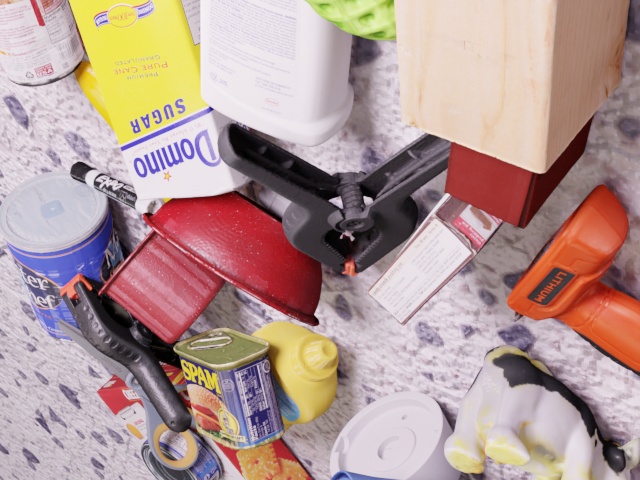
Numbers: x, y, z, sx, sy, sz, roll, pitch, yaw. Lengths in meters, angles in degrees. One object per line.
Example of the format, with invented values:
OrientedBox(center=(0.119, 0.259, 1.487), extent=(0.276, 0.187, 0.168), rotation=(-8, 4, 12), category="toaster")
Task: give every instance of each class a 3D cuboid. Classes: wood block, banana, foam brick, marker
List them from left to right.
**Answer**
OrientedBox(center=(-0.189, -0.048, 0.971), extent=(0.121, 0.020, 0.020), rotation=(24, 144, 38), category="marker")
OrientedBox(center=(-0.137, -0.065, 0.892), extent=(0.070, 0.037, 0.197), rotation=(0, 128, 47), category="banana")
OrientedBox(center=(0.092, -0.148, 0.504), extent=(0.090, 0.090, 0.206), rotation=(24, 143, 28), category="wood block")
OrientedBox(center=(0.113, -0.056, 0.600), extent=(0.051, 0.078, 0.053), rotation=(28, 143, 23), category="foam brick")

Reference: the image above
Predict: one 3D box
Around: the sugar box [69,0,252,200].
OrientedBox(center=(-0.111, -0.117, 0.749), extent=(0.093, 0.048, 0.176), rotation=(-3, 111, 33), category="sugar box")

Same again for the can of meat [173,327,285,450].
OrientedBox(center=(-0.079, 0.130, 0.941), extent=(0.102, 0.057, 0.084), rotation=(10, 116, 56), category="can of meat")

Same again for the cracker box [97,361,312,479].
OrientedBox(center=(-0.124, 0.218, 1.175), extent=(0.164, 0.072, 0.213), rotation=(-15, 116, 51), category="cracker box")

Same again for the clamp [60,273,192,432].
OrientedBox(center=(-0.171, 0.102, 0.992), extent=(0.171, 0.120, 0.039), rotation=(39, 106, -22), category="clamp")

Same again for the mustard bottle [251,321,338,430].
OrientedBox(center=(-0.035, 0.125, 0.981), extent=(0.096, 0.058, 0.192), rotation=(58, 147, 4), category="mustard bottle")

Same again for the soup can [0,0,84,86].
OrientedBox(center=(-0.230, -0.180, 0.830), extent=(0.069, 0.068, 0.102), rotation=(22, 143, 29), category="soup can")

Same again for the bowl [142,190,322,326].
OrientedBox(center=(-0.055, 0.001, 0.826), extent=(0.162, 0.055, 0.162), rotation=(33, -178, -1), category="bowl")

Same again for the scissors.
OrientedBox(center=(-0.182, 0.158, 1.045), extent=(0.201, 0.096, 0.016), rotation=(25, 173, -20), category="scissors")

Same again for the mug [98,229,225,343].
OrientedBox(center=(-0.143, 0.041, 0.981), extent=(0.081, 0.093, 0.117), rotation=(41, 165, -6), category="mug")

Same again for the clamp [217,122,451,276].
OrientedBox(center=(0.031, -0.030, 0.715), extent=(0.164, 0.036, 0.210), rotation=(-7, 156, 5), category="clamp")

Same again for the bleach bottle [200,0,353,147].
OrientedBox(center=(-0.019, -0.175, 0.619), extent=(0.103, 0.068, 0.251), rotation=(23, 140, 13), category="bleach bottle")

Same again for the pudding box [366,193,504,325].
OrientedBox(center=(0.085, -0.005, 0.677), extent=(0.039, 0.090, 0.114), rotation=(40, 147, 5), category="pudding box")

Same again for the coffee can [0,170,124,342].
OrientedBox(center=(-0.244, 0.017, 1.040), extent=(0.103, 0.102, 0.140), rotation=(25, 144, 25), category="coffee can")

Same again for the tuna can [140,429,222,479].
OrientedBox(center=(-0.146, 0.231, 1.115), extent=(0.086, 0.033, 0.086), rotation=(26, 141, 23), category="tuna can")
